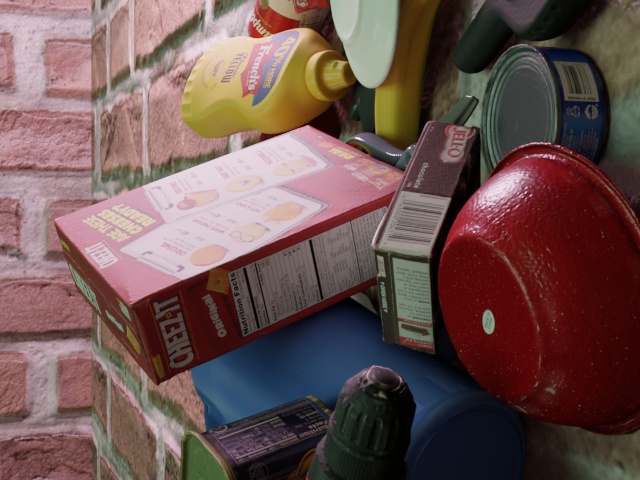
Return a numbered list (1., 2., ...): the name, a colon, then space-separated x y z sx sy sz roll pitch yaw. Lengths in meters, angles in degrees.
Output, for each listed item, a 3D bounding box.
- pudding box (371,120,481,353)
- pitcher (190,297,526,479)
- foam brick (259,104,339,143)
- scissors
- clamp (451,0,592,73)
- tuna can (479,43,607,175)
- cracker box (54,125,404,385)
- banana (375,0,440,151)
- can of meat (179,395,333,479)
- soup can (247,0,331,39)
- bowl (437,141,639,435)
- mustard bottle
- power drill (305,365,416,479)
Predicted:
1. pudding box: 0.068 -0.003 0.648 0.090 0.039 0.113 79 -150 -46
2. pitcher: 0.027 0.101 0.720 0.243 0.144 0.149 25 119 54
3. foam brick: -0.020 -0.098 0.995 0.078 0.051 0.053 117 148 -53
4. scissors: 0.055 -0.067 0.736 0.096 0.016 0.202 55 156 22
5. clamp: 0.116 -0.147 0.623 0.171 0.039 0.120 -121 28 -67
6. tuna can: 0.125 -0.067 0.602 0.086 0.033 0.086 179 90 -71
7. cracker box: -0.055 0.001 0.745 0.164 0.213 0.072 34 142 55
8. banana: 0.060 -0.125 0.757 0.198 0.037 0.069 97 174 -46
9. can of meat: -0.033 0.148 0.624 0.058 0.083 0.102 39 132 43
10. soup can: -0.023 -0.223 0.975 0.102 0.068 0.068 117 147 -52
11. bowl: 0.109 0.033 0.560 0.162 0.055 0.162 48 147 46
12. mustard bottle: -0.039 -0.137 0.921 0.192 0.058 0.096 4 61 49
13. power drill: 0.074 0.169 0.554 0.188 0.057 0.184 26 126 20
